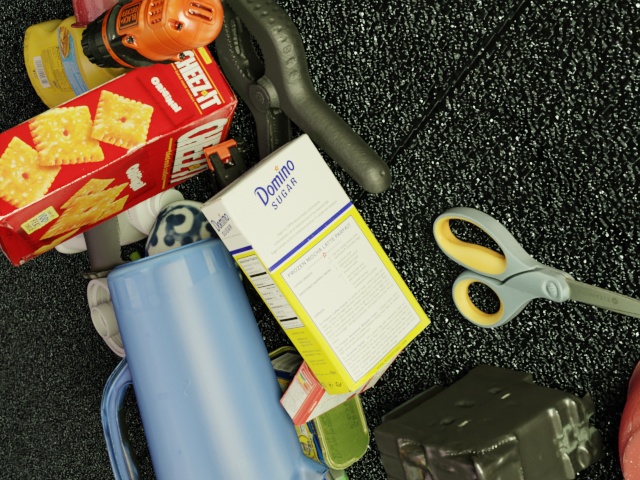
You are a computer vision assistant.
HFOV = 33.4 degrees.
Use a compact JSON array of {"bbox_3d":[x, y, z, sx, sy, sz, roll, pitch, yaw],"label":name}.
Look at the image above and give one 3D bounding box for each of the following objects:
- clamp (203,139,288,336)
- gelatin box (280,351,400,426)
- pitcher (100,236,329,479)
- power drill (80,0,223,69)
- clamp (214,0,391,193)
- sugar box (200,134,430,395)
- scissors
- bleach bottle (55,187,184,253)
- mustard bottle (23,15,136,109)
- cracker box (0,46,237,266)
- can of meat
[{"bbox_3d":[-0.056,0.001,0.910,0.120,0.039,0.171,33,146,57],"label":"clamp"},{"bbox_3d":[0.017,0.107,0.867,0.030,0.089,0.073,54,147,19],"label":"gelatin box"},{"bbox_3d":[-0.108,0.128,0.917,0.145,0.149,0.243,-14,94,62],"label":"pitcher"},{"bbox_3d":[-0.120,-0.222,0.800,0.185,0.057,0.187,3,84,54],"label":"power drill"},{"bbox_3d":[-0.027,-0.115,0.831,0.165,0.036,0.210,-2,113,55],"label":"clamp"},{"bbox_3d":[-0.002,0.019,0.800,0.176,0.093,0.048,56,150,-8],"label":"sugar box"},{"bbox_3d":[0.148,0.042,0.701,0.202,0.016,0.096,34,138,40],"label":"scissors"},{"bbox_3d":[-0.219,-0.032,1.147,0.251,0.067,0.102,4,111,53],"label":"bleach bottle"},{"bbox_3d":[-0.235,-0.179,1.073,0.192,0.058,0.096,8,116,54],"label":"mustard bottle"},{"bbox_3d":[-0.183,-0.066,0.896,0.072,0.213,0.164,60,163,7],"label":"cracker box"},{"bbox_3d":[-0.008,0.152,0.966,0.084,0.057,0.102,3,113,54],"label":"can of meat"}]
